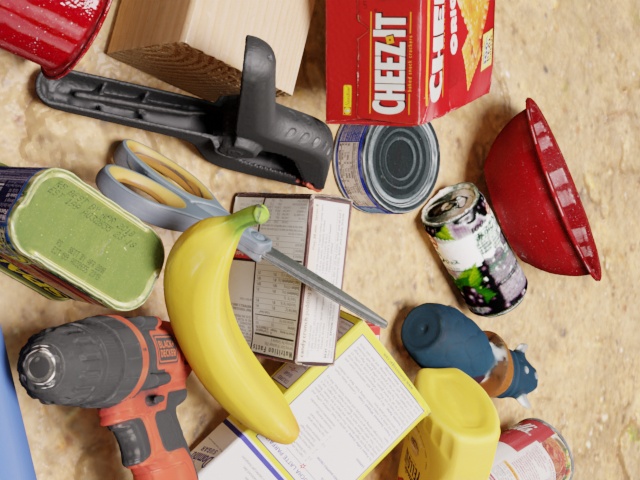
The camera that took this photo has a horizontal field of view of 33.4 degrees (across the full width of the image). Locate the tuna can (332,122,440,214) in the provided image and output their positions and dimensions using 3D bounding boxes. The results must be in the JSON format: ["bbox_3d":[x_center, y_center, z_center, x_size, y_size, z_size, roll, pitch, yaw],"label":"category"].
[{"bbox_3d":[0.052,-0.062,0.815,0.085,0.034,0.086,-4,96,-40],"label":"tuna can"}]

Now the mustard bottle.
[{"bbox_3d":[0.087,0.200,0.820,0.058,0.096,0.192,0,117,-16],"label":"mustard bottle"}]

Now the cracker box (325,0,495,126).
[{"bbox_3d":[0.068,-0.171,0.729,0.213,0.072,0.164,-34,125,-67],"label":"cracker box"}]

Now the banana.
[{"bbox_3d":[-0.056,0.055,0.637,0.037,0.070,0.198,-56,151,-39],"label":"banana"}]

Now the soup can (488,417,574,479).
[{"bbox_3d":[0.156,0.200,0.903,0.102,0.069,0.068,-19,106,-37],"label":"soup can"}]

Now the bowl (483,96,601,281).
[{"bbox_3d":[0.178,-0.034,0.883,0.162,0.055,0.162,53,24,-37],"label":"bowl"}]

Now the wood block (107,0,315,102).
[{"bbox_3d":[-0.053,-0.202,0.679,0.090,0.090,0.206,19,80,-40],"label":"wood block"}]

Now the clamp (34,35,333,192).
[{"bbox_3d":[-0.063,-0.073,0.676,0.209,0.165,0.036,31,63,-62],"label":"clamp"}]

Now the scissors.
[{"bbox_3d":[-0.054,0.001,0.641,0.016,0.202,0.096,-58,165,20],"label":"scissors"}]

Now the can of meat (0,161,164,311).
[{"bbox_3d":[-0.150,-0.002,0.614,0.102,0.084,0.057,37,70,-36],"label":"can of meat"}]

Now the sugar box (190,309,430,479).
[{"bbox_3d":[-0.016,0.141,0.735,0.176,0.048,0.093,-41,110,-10],"label":"sugar box"}]

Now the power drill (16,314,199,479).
[{"bbox_3d":[-0.101,0.133,0.605,0.184,0.057,0.187,13,63,-76],"label":"power drill"}]

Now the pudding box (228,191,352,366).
[{"bbox_3d":[-0.025,0.024,0.720,0.039,0.090,0.113,5,90,-40],"label":"pudding box"}]

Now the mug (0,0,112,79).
[{"bbox_3d":[-0.160,-0.150,0.578,0.081,0.117,0.093,22,60,-35],"label":"mug"}]
